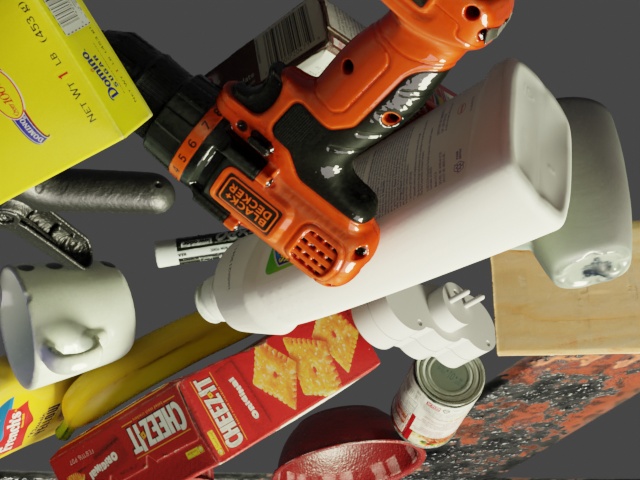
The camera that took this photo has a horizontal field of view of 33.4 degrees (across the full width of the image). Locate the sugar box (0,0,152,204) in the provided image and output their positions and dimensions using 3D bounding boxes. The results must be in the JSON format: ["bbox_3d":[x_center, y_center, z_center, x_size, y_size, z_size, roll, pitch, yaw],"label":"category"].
[{"bbox_3d":[-0.182,-0.059,0.533,0.176,0.048,0.093,-25,105,21],"label":"sugar box"}]

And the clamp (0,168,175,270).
[{"bbox_3d":[-0.175,-0.030,0.634,0.120,0.039,0.171,-30,145,34],"label":"clamp"}]

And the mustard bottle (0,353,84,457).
[{"bbox_3d":[-0.238,0.124,0.773,0.096,0.058,0.191,-54,163,27],"label":"mustard bottle"}]

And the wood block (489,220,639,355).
[{"bbox_3d":[0.231,0.029,0.730,0.206,0.090,0.090,-4,180,28],"label":"wood block"}]

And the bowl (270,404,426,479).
[{"bbox_3d":[0.025,0.212,1.101,0.162,0.055,0.162,-7,150,-4],"label":"bowl"}]

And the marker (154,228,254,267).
[{"bbox_3d":[-0.055,0.001,0.747,0.121,0.020,0.020,-9,150,-3],"label":"marker"}]

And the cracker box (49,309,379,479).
[{"bbox_3d":[-0.077,0.130,0.826,0.164,0.072,0.213,-34,172,35],"label":"cracker box"}]

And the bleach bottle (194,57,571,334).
[{"bbox_3d":[0.023,-0.009,0.630,0.251,0.102,0.068,-25,126,35],"label":"bleach bottle"}]

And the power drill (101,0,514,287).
[{"bbox_3d":[-0.013,-0.088,0.516,0.184,0.057,0.188,38,126,-2],"label":"power drill"}]

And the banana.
[{"bbox_3d":[-0.115,0.085,0.797,0.197,0.037,0.070,-28,173,-14],"label":"banana"}]

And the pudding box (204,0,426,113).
[{"bbox_3d":[-0.011,-0.078,0.604,0.114,0.039,0.089,-28,146,32],"label":"pudding box"}]

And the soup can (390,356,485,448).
[{"bbox_3d":[0.108,0.144,0.996,0.068,0.068,0.102,-3,149,-12],"label":"soup can"}]
